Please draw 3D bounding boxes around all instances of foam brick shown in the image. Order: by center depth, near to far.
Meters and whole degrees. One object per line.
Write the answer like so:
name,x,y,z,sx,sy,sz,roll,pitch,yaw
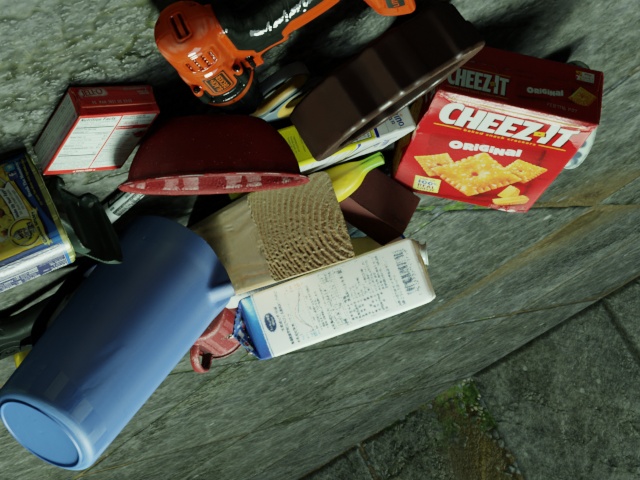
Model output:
foam brick,0.059,-0.040,1.174,0.053,0.078,0.051,-61,-166,-25

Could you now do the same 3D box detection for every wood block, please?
wood block,-0.057,0.001,1.099,0.090,0.090,0.206,-18,179,-24

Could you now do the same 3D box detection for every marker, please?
marker,-0.165,-0.055,1.003,0.121,0.020,0.020,-36,160,28

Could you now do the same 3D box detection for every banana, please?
banana,0.006,-0.053,1.130,0.069,0.037,0.198,-17,-179,-19

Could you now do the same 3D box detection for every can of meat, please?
can of meat,-0.255,-0.013,0.864,0.084,0.102,0.057,-24,162,-13

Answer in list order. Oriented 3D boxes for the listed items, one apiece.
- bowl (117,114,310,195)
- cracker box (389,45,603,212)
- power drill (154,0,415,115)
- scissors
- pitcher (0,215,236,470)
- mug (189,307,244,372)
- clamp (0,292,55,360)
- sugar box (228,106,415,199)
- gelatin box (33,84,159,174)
bowl,-0.090,-0.072,0.901,0.162,0.055,0.162,-3,177,0
cracker box,0.175,-0.110,1.111,0.164,0.072,0.214,11,157,-5
power drill,-0.022,-0.164,0.822,0.188,0.057,0.184,-29,169,6
scissors,-0.069,-0.105,0.998,0.096,0.016,0.202,-9,158,-48
pitcher,-0.208,0.097,1.039,0.149,0.145,0.242,-42,-170,50
mug,-0.147,0.109,1.352,0.093,0.117,0.081,5,164,16
clamp,-0.346,0.110,1.194,0.209,0.036,0.165,-20,161,-12
sugar box,-0.005,-0.093,1.043,0.176,0.048,0.093,-22,179,-20
gelatin box,-0.181,-0.090,0.861,0.073,0.030,0.089,-9,156,-39
